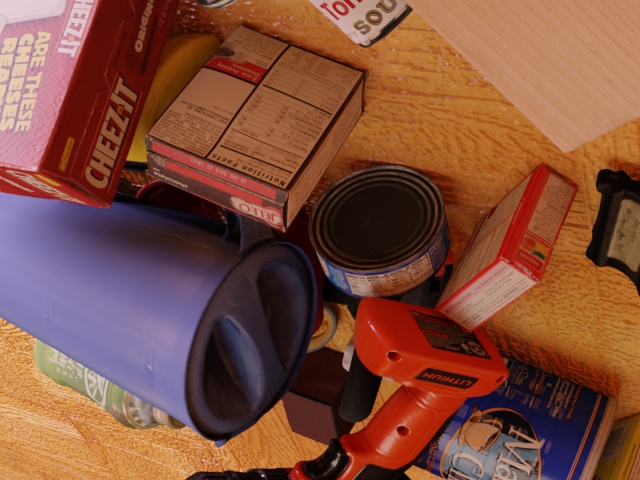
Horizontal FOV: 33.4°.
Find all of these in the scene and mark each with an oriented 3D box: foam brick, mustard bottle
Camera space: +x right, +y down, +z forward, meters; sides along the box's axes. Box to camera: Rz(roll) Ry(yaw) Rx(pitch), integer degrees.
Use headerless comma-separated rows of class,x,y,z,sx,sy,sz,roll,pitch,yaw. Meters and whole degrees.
foam brick,0.003,0.136,0.927,0.051,0.053,0.078,17,146,21
mustard bottle,-0.157,-0.097,0.690,0.192,0.096,0.058,8,138,32

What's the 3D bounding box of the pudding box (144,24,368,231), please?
pudding box,-0.035,-0.067,0.614,0.090,0.113,0.039,23,145,12

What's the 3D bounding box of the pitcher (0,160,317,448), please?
pitcher,-0.131,0.020,0.717,0.243,0.149,0.145,20,163,30

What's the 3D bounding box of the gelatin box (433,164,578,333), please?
gelatin box,0.110,0.007,0.635,0.030,0.073,0.089,32,148,-4

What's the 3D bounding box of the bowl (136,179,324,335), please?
bowl,-0.055,0.001,0.775,0.162,0.055,0.162,25,145,18

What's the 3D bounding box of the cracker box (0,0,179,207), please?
cracker box,-0.195,-0.116,0.628,0.214,0.164,0.072,10,168,30

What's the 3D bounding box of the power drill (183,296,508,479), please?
power drill,0.017,0.123,0.674,0.184,0.057,0.188,12,122,-35

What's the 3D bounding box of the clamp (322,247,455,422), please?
clamp,0.041,0.059,0.754,0.172,0.039,0.120,-35,74,56

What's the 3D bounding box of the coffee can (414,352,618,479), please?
coffee can,0.129,0.135,0.771,0.140,0.102,0.103,22,148,15

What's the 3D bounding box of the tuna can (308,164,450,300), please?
tuna can,0.038,-0.005,0.668,0.086,0.086,0.033,13,146,27
